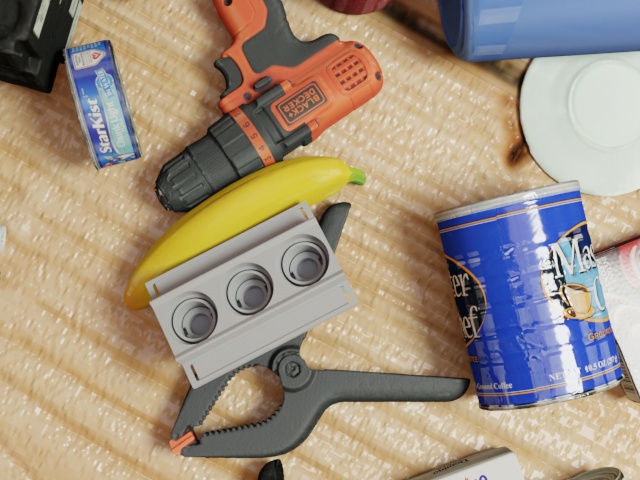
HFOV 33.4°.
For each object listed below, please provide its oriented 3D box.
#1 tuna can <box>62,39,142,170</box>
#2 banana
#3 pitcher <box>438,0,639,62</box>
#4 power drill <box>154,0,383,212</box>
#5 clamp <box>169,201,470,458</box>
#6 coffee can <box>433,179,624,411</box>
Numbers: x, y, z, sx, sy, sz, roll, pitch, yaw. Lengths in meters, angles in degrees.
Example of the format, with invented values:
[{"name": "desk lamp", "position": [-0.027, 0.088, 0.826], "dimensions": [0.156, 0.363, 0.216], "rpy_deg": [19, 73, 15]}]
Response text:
[{"name": "tuna can", "position": [-0.149, -0.094, 0.734], "dimensions": [0.033, 0.086, 0.086], "rpy_deg": [-15, 88, -7]}, {"name": "banana", "position": [-0.055, -0.011, 0.745], "dimensions": [0.197, 0.069, 0.037], "rpy_deg": [-27, 54, -5]}, {"name": "pitcher", "position": [0.208, -0.203, 0.751], "dimensions": [0.243, 0.145, 0.149], "rpy_deg": [-7, 55, -2]}, {"name": "power drill", "position": [-0.074, -0.135, 0.759], "dimensions": [0.184, 0.057, 0.187], "rpy_deg": [-34, 92, -8]}, {"name": "clamp", "position": [-0.010, 0.096, 0.757], "dimensions": [0.210, 0.036, 0.164], "rpy_deg": [-40, 83, -6]}, {"name": "coffee can", "position": [0.144, 0.038, 0.742], "dimensions": [0.102, 0.103, 0.140], "rpy_deg": [-13, 88, -6]}]
